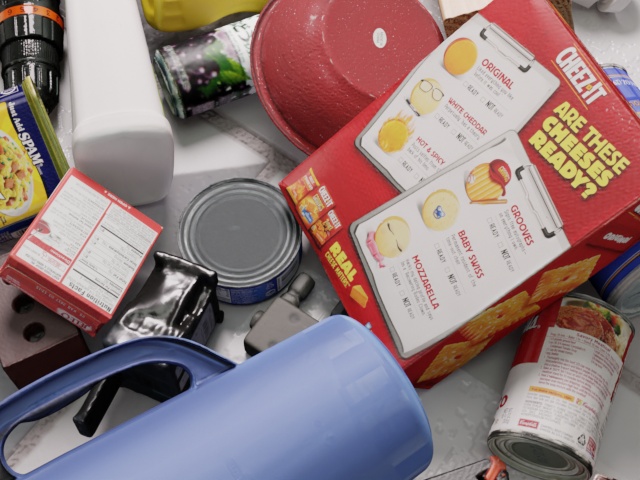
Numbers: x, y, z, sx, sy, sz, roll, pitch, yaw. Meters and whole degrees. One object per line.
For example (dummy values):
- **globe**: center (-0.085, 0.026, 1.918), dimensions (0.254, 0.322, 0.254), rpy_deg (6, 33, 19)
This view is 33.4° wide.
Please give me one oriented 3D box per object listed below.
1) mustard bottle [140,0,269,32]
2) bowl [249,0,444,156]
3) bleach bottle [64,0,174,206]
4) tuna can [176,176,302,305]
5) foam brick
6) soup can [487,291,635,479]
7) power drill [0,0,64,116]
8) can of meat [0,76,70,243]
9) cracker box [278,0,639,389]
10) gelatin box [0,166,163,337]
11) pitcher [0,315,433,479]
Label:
- **mustard bottle**: center (-0.043, -0.218, 0.820), dimensions (0.191, 0.096, 0.058), rpy_deg (-12, 20, -24)
- **bowl**: center (0.034, -0.131, 0.764), dimensions (0.162, 0.055, 0.162), rpy_deg (7, 70, -20)
- **bleach bottle**: center (-0.158, -0.153, 0.782), dimensions (0.068, 0.103, 0.251), rpy_deg (-8, 63, -11)
- **tuna can**: center (-0.055, 0.001, 0.739), dimensions (0.086, 0.034, 0.086), rpy_deg (0, 62, 0)
- **foam brick**: center (-0.190, 0.051, 0.703), dimensions (0.053, 0.051, 0.078), rpy_deg (-24, 65, -11)
- **soup can**: center (0.151, 0.093, 0.671), dimensions (0.068, 0.068, 0.102), rpy_deg (19, 65, 10)
- **power drill**: center (-0.291, -0.163, 0.817), dimensions (0.187, 0.057, 0.184), rpy_deg (-7, 62, -5)
- **can of meat**: center (-0.220, -0.050, 0.740), dimensions (0.084, 0.057, 0.102), rpy_deg (-23, 93, -9)
- **cracker box**: center (0.098, -0.031, 0.677), dimensions (0.214, 0.072, 0.164), rpy_deg (-39, 62, 20)
- **gelatin box**: center (-0.153, 0.007, 0.685), dimensions (0.073, 0.030, 0.089), rpy_deg (34, 47, -12)
- **pitcher**: center (-0.066, 0.135, 0.609), dimensions (0.242, 0.149, 0.145), rpy_deg (-30, 43, -16)
